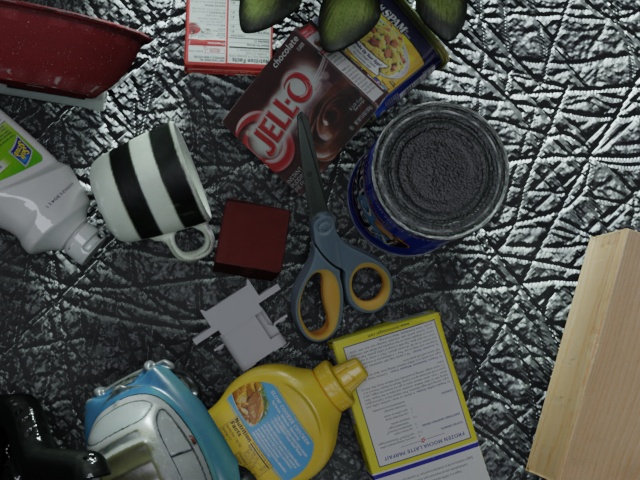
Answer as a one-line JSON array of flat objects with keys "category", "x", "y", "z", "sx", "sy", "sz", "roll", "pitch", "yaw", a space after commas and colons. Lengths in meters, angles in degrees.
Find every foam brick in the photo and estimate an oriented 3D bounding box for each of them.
[{"category": "foam brick", "x": -0.056, "y": 0.001, "z": 0.853, "sx": 0.053, "sy": 0.078, "sz": 0.051, "roll": 11, "pitch": 82, "yaw": -5}]

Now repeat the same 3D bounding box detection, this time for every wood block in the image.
[{"category": "wood block", "x": 0.247, "y": 0.105, "z": 0.867, "sx": 0.091, "sy": 0.090, "sz": 0.206, "roll": 17, "pitch": 83, "yaw": -4}]

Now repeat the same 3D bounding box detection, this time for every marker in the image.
[{"category": "marker", "x": -0.237, "y": -0.125, "z": 0.877, "sx": 0.121, "sy": 0.020, "sz": 0.020, "roll": 9, "pitch": 83, "yaw": -5}]

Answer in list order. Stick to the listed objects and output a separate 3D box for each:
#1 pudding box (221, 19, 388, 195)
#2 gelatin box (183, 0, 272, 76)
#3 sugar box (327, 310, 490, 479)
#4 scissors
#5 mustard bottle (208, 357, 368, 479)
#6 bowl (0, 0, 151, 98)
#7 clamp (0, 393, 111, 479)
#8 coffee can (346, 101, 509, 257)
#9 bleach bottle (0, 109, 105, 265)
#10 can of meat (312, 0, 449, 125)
[{"category": "pudding box", "x": -0.013, "y": -0.105, "z": 0.859, "sx": 0.090, "sy": 0.039, "sz": 0.114, "roll": 42, "pitch": 122, "yaw": -1}, {"category": "gelatin box", "x": -0.077, "y": -0.183, "z": 0.894, "sx": 0.073, "sy": 0.030, "sz": 0.089, "roll": 2, "pitch": 84, "yaw": -7}, {"category": "sugar box", "x": 0.075, "y": 0.153, "z": 0.868, "sx": 0.093, "sy": 0.048, "sz": 0.176, "roll": -16, "pitch": 90, "yaw": -6}, {"category": "scissors", "x": 0.019, "y": -0.009, "z": 0.843, "sx": 0.096, "sy": 0.016, "sz": 0.202, "roll": -6, "pitch": 119, "yaw": -22}, {"category": "mustard bottle", "x": -0.046, "y": 0.152, "z": 0.830, "sx": 0.191, "sy": 0.058, "sz": 0.096, "roll": -35, "pitch": 84, "yaw": 5}, {"category": "bowl", "x": -0.213, "y": -0.143, "z": 0.814, "sx": 0.162, "sy": 0.162, "sz": 0.055, "roll": 10, "pitch": 93, "yaw": -5}, {"category": "clamp", "x": -0.206, "y": 0.167, "z": 0.770, "sx": 0.036, "sy": 0.210, "sz": 0.165, "roll": 1, "pitch": 122, "yaw": -35}, {"category": "coffee can", "x": 0.080, "y": -0.044, "z": 0.839, "sx": 0.102, "sy": 0.140, "sz": 0.103, "roll": 1, "pitch": 84, "yaw": -6}, {"category": "bleach bottle", "x": -0.280, "y": -0.064, "z": 0.835, "sx": 0.251, "sy": 0.068, "sz": 0.102, "roll": 39, "pitch": 53, "yaw": -2}, {"category": "can of meat", "x": 0.042, "y": -0.159, "z": 0.890, "sx": 0.084, "sy": 0.057, "sz": 0.102, "roll": -40, "pitch": 90, "yaw": -7}]
